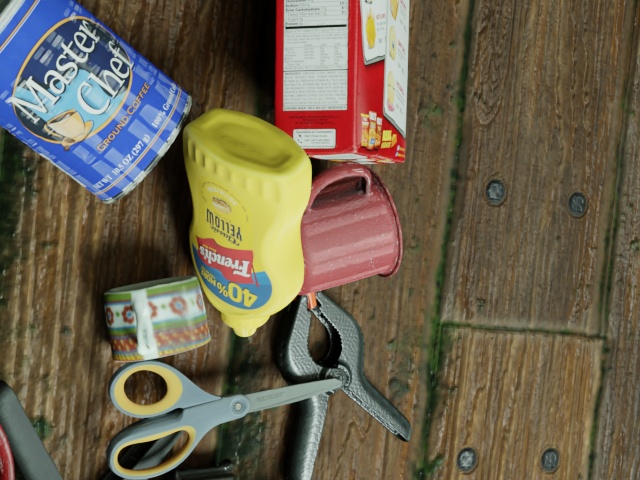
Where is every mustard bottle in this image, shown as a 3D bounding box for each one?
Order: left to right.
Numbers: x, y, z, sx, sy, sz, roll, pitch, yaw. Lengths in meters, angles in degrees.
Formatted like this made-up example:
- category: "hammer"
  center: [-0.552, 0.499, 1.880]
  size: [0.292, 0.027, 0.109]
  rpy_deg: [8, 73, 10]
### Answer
- category: "mustard bottle"
  center: [-0.055, 0.001, 0.789]
  size: [0.058, 0.096, 0.192]
  rpy_deg: [-42, 149, -37]

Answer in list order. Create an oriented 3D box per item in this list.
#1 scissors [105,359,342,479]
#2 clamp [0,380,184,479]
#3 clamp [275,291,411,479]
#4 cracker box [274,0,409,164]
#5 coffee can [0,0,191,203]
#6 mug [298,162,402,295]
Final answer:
- category: "scissors"
  center: [-0.079, 0.113, 0.823]
  size: [0.201, 0.016, 0.096]
  rpy_deg: [-25, 103, -27]
- category: "clamp"
  center: [-0.172, 0.204, 0.806]
  size: [0.164, 0.036, 0.210]
  rpy_deg: [1, 96, -34]
- category: "clamp"
  center: [0.000, 0.123, 0.893]
  size: [0.120, 0.039, 0.171]
  rpy_deg: [-31, 103, -28]
- category: "cracker box"
  center: [0.019, -0.168, 0.822]
  size: [0.164, 0.072, 0.214]
  rpy_deg: [-7, 97, -73]
- category: "coffee can"
  center: [-0.177, -0.107, 0.750]
  size: [0.140, 0.103, 0.102]
  rpy_deg: [39, 75, -24]
- category: "mug"
  center: [0.008, -0.013, 0.829]
  size: [0.081, 0.093, 0.117]
  rpy_deg: [-16, 144, -22]
